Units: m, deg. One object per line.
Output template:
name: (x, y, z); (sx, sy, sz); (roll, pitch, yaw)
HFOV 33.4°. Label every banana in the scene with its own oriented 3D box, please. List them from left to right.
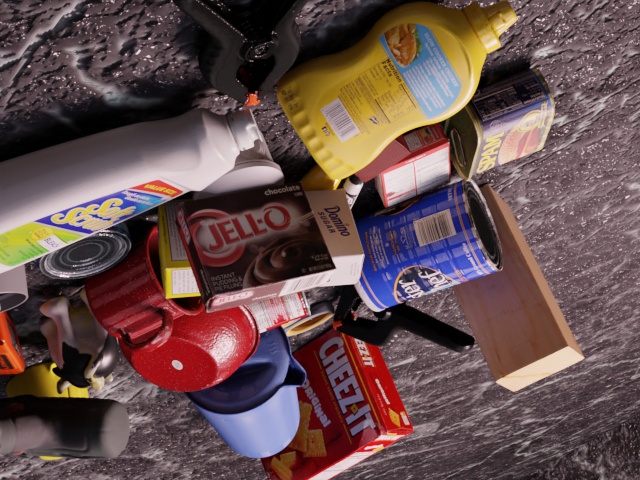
banana: (-0.023, -0.023, 1.065); (0.069, 0.037, 0.198); (-44, 171, -29)

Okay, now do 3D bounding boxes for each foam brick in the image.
foam brick: (0.036, -0.095, 0.939); (0.053, 0.051, 0.078); (-31, 155, 16)

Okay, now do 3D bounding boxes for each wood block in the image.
wood block: (0.203, 0.054, 1.200); (0.090, 0.206, 0.090); (-29, 156, 15)

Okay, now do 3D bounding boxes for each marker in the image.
marker: (0.026, -0.042, 1.072); (0.020, 0.020, 0.121); (-10, 150, -26)

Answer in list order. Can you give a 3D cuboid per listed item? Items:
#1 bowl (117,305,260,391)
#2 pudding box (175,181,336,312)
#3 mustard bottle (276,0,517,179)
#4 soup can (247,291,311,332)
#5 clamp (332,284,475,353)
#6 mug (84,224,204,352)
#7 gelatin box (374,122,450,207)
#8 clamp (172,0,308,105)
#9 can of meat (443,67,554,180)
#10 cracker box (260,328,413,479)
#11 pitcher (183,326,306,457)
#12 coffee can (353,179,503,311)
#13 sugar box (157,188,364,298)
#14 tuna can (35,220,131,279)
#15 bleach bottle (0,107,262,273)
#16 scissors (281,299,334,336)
bowl: (-0.146, 0.108, 1.110); (0.162, 0.055, 0.162); (5, 136, 4)
pudding box: (-0.055, 0.004, 0.892); (0.113, 0.090, 0.039); (-11, 155, -25)
mustard bottle: (0.067, -0.133, 0.846); (0.192, 0.096, 0.058); (-29, -161, 14)
soup can: (-0.069, 0.067, 1.167); (0.102, 0.068, 0.068); (-20, 156, -3)
clamp: (0.078, 0.063, 1.253); (0.036, 0.164, 0.210); (-23, -176, -37)
mug: (-0.165, 0.053, 1.004); (0.082, 0.117, 0.093); (-26, 144, 21)
gelatin box: (0.089, -0.074, 1.055); (0.073, 0.030, 0.089); (-23, 156, -2)
clamp: (-0.058, -0.149, 0.760); (0.120, 0.039, 0.172); (-11, 154, -21)
can of meat: (0.169, -0.111, 1.013); (0.084, 0.057, 0.102); (-21, 157, -10)
cracker box: (0.000, 0.232, 1.453); (0.214, 0.164, 0.072); (-36, 155, 29)
pitcher: (-0.100, 0.179, 1.299); (0.145, 0.149, 0.243); (-30, 155, -10)
coffee can: (0.107, 0.005, 1.117); (0.140, 0.103, 0.102); (-20, 158, 20)
sugar box: (-0.056, 0.002, 0.962); (0.176, 0.093, 0.048); (-2, 134, -12)
tuna can: (-0.212, 0.000, 0.947); (0.086, 0.034, 0.086); (-18, 156, -9)
bleach bottle: (-0.169, -0.049, 0.833); (0.251, 0.068, 0.102); (-21, 161, 1)
scissors: (-0.078, 0.121, 1.337); (0.202, 0.016, 0.096); (-25, 154, 7)
